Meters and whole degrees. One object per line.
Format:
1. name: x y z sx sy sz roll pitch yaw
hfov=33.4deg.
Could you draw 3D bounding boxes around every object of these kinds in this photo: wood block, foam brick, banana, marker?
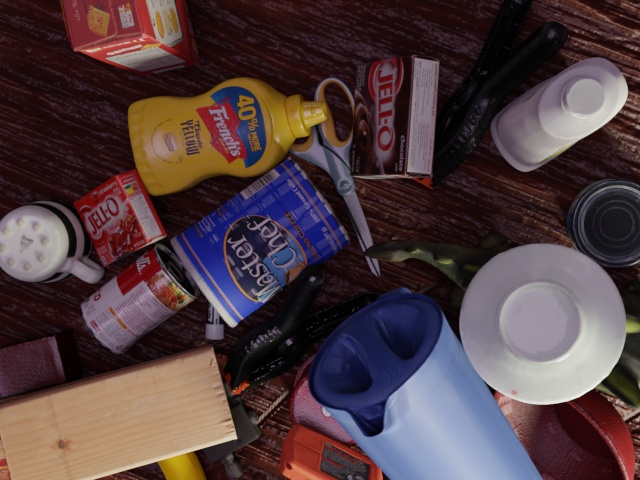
1. wood block: -0.191 0.169 1.017 0.206 0.090 0.091 -15 88 -6
2. foam brick: -0.291 0.126 1.087 0.078 0.053 0.051 -14 92 6
3. banana: -0.162 0.220 1.088 0.070 0.037 0.198 -41 87 25
4. marker: -0.105 0.039 1.077 0.020 0.020 0.121 3 94 6

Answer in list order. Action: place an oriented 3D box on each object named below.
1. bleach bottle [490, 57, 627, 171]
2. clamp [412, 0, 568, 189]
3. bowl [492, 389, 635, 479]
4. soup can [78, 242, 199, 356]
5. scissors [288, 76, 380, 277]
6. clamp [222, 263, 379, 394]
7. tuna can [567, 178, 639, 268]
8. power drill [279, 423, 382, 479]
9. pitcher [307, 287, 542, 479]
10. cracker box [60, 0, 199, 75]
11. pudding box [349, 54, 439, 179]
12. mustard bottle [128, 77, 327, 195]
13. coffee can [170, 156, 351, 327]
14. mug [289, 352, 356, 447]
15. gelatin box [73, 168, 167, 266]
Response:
1. bleach bottle: 0.204 -0.108 0.916 0.102 0.250 0.068 -35 89 7
2. clamp: 0.151 -0.135 0.982 0.036 0.164 0.210 28 105 -13
3. bowl: 0.237 0.185 1.000 0.055 0.162 0.162 -33 89 -29
4. soup can: -0.180 0.060 1.063 0.102 0.068 0.068 -37 89 8
5. scissors: 0.005 -0.060 1.060 0.096 0.016 0.202 -4 92 8
6. clamp: -0.022 0.091 1.046 0.172 0.120 0.039 -44 48 25
7. tuna can: 0.282 -0.016 1.022 0.086 0.033 0.086 0 93 6
8. power drill: -0.042 0.256 1.018 0.184 0.057 0.188 27 127 -13
9. pitcher: 0.107 0.166 0.969 0.149 0.145 0.242 -45 119 -16
10. cracker box: -0.181 -0.244 0.971 0.072 0.213 0.164 -13 92 7
11. pudding box: 0.069 -0.115 1.010 0.039 0.090 0.113 1 92 -32
12. mustard bottle: -0.087 -0.106 1.037 0.192 0.058 0.096 -11 92 13
13. coffee can: -0.057 0.001 1.016 0.140 0.103 0.103 -35 89 -3
14. mug: 0.025 0.151 1.037 0.117 0.081 0.093 -25 90 7
15. gelatin box: -0.200 -0.021 1.057 0.089 0.030 0.073 -23 92 46
